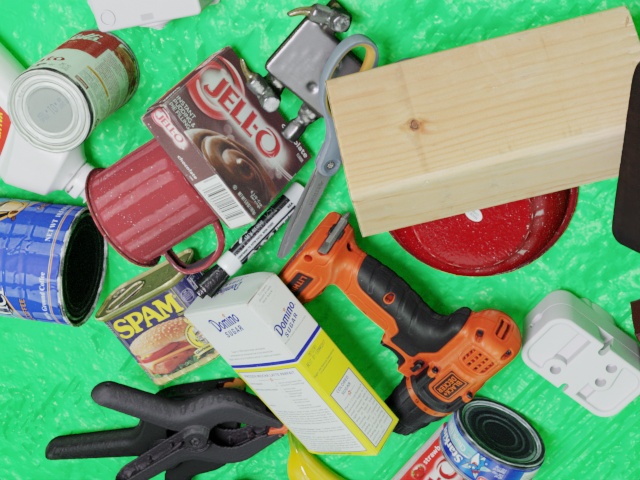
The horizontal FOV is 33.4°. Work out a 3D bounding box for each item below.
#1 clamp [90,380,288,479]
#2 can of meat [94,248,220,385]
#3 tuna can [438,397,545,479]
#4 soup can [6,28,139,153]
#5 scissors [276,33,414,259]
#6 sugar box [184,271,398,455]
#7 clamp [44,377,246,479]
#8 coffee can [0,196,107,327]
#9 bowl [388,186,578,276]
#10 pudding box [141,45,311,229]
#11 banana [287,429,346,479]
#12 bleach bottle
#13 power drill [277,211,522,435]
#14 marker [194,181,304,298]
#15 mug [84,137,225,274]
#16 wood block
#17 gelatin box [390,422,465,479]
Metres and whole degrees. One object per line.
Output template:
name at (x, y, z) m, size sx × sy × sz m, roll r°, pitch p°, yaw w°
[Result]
clamp at (-0.115, 0.175, 0.947) m, size 0.171 × 0.039 × 0.120 m, roll 3°, pitch 130°, yaw -2°
can of meat at (-0.129, 0.068, 0.926) m, size 0.102 × 0.057 × 0.084 m, roll -27°, pitch 111°, yaw 24°
tuna can at (0.146, 0.173, 0.901) m, size 0.086 × 0.086 × 0.034 m, roll 24°, pitch 117°, yaw -1°
soup can at (-0.188, -0.115, 0.819) m, size 0.068 × 0.102 × 0.068 m, roll 5°, pitch 118°, yaw 10°
scissors at (0.025, -0.068, 0.827) m, size 0.096 × 0.016 × 0.202 m, roll -6°, pitch 131°, yaw -22°
sugar box at (-0.023, 0.104, 0.878) m, size 0.094 × 0.048 × 0.176 m, roll -12°, pitch 121°, yaw 49°
clamp at (-0.138, 0.204, 1.007) m, size 0.210 × 0.036 × 0.164 m, roll -35°, pitch 105°, yaw 22°
coffee can at (-0.264, 0.014, 0.901) m, size 0.140 × 0.102 × 0.103 m, roll 7°, pitch 118°, yaw 9°
bowl at (0.117, -0.031, 0.822) m, size 0.162 × 0.055 × 0.162 m, roll 5°, pitch 117°, yaw 9°
pudding box at (-0.070, -0.078, 0.816) m, size 0.039 × 0.089 × 0.113 m, roll -17°, pitch 116°, yaw 46°
banana at (0.048, 0.238, 0.984) m, size 0.198 × 0.037 × 0.070 m, roll 22°, pitch 119°, yaw 1°
bleach bottle at (-0.277, -0.124, 0.858) m, size 0.250 × 0.068 × 0.103 m, roll 39°, pitch 119°, yaw -11°
power drill at (0.048, 0.074, 0.876) m, size 0.187 × 0.057 × 0.185 m, roll 35°, pitch 138°, yaw -3°
marker at (-0.056, 0.001, 0.857) m, size 0.121 × 0.020 × 0.020 m, roll -46°, pitch 103°, yaw -10°
mug at (-0.121, -0.027, 0.855) m, size 0.082 × 0.093 × 0.117 m, roll -30°, pitch 97°, yaw 19°
wood block at (0.116, -0.079, 0.734) m, size 0.206 × 0.090 × 0.091 m, roll -13°, pitch 71°, yaw 4°
gelatin box at (0.109, 0.219, 0.945) m, size 0.073 × 0.030 × 0.089 m, roll 41°, pitch 98°, yaw 0°
